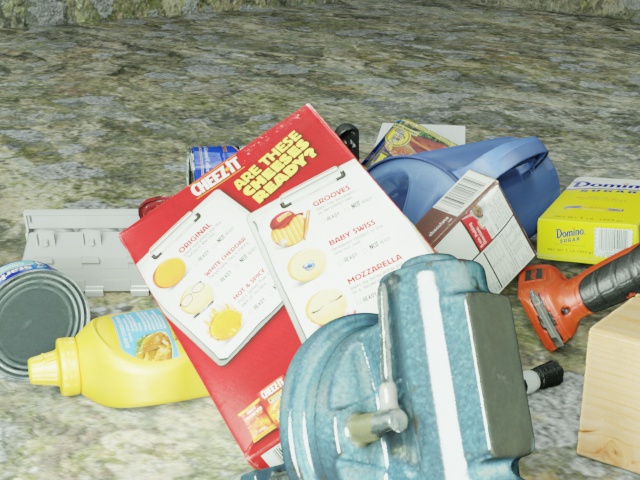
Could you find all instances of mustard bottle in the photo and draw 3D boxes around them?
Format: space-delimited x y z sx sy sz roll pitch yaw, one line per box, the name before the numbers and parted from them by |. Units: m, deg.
mustard bottle | -0.111 0.082 0.768 0.191 0.058 0.096 -5 25 -18

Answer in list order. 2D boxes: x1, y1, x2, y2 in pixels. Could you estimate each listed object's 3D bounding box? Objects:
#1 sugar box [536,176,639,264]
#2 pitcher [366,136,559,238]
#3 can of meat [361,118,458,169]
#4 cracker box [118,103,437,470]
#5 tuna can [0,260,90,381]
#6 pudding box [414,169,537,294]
sugar box | 0.278 -0.023 1.047 0.093 0.048 0.176 6 21 23
pitcher | 0.144 -0.037 1.010 0.149 0.145 0.242 10 18 31
can of meat | 0.100 -0.074 1.150 0.102 0.057 0.083 31 67 20
cracker box | -0.014 0.032 0.695 0.164 0.072 0.214 -35 50 -3
tuna can | -0.217 0.059 0.792 0.085 0.086 0.034 -13 21 -35
pudding box | 0.112 0.014 0.854 0.113 0.090 0.039 -44 35 -13
